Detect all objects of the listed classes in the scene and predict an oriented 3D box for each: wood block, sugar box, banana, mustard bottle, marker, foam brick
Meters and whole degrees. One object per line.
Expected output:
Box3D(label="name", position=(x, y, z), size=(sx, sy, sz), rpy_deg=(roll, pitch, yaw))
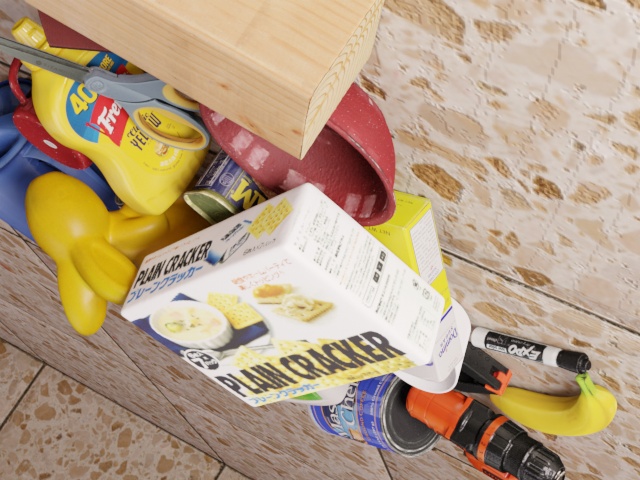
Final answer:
Box3D(label="wood block", position=(-0.075, -0.149, 0.644), size=(0.206, 0.090, 0.090), rpy_deg=(30, 161, 6))
Box3D(label="sugar box", position=(0.059, 0.036, 0.890), size=(0.093, 0.048, 0.176), rpy_deg=(16, 136, 37))
Box3D(label="banana", position=(0.228, 0.157, 1.018), size=(0.069, 0.037, 0.198), rpy_deg=(52, 159, 0))
Box3D(label="mustard bottle", position=(-0.181, -0.113, 0.888), size=(0.058, 0.096, 0.191), rpy_deg=(8, 149, 51))
Box3D(label="marker", position=(0.188, 0.098, 0.954), size=(0.121, 0.020, 0.020), rpy_deg=(12, 152, 46))
Box3D(label="foam brick", position=(-0.151, -0.164, 0.740), size=(0.078, 0.052, 0.051), rpy_deg=(10, 129, 25))

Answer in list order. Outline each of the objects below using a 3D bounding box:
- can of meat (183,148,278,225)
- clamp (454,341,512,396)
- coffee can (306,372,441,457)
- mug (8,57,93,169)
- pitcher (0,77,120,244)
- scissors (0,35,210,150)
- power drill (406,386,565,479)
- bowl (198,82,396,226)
Box3D(label="can of meat", position=(-0.048, -0.040, 0.880), size=(0.102, 0.084, 0.058), rpy_deg=(42, 158, -27))
Box3D(label="clamp", position=(0.106, 0.108, 1.075), size=(0.172, 0.039, 0.120), rpy_deg=(13, 154, 28))
Box3D(label="coffee can", position=(0.065, 0.186, 1.231), size=(0.102, 0.102, 0.141), rpy_deg=(43, 158, -29))
Box3D(label="mug", position=(-0.228, -0.125, 0.952), size=(0.093, 0.081, 0.117), rpy_deg=(9, 151, 48))
Box3D(label="pitcher", position=(-0.275, -0.050, 1.149), size=(0.242, 0.145, 0.149), rpy_deg=(48, -162, -47))
Box3D(label="scissors", position=(-0.154, -0.130, 0.821), size=(0.096, 0.016, 0.201), rpy_deg=(-30, 135, 33))
Box3D(label="power drill", position=(0.195, 0.223, 1.137), size=(0.185, 0.057, 0.187), rpy_deg=(30, 170, 35))
Box3D(label="bowl", position=(-0.005, -0.079, 0.763), size=(0.162, 0.055, 0.162), rpy_deg=(28, 161, 11))
